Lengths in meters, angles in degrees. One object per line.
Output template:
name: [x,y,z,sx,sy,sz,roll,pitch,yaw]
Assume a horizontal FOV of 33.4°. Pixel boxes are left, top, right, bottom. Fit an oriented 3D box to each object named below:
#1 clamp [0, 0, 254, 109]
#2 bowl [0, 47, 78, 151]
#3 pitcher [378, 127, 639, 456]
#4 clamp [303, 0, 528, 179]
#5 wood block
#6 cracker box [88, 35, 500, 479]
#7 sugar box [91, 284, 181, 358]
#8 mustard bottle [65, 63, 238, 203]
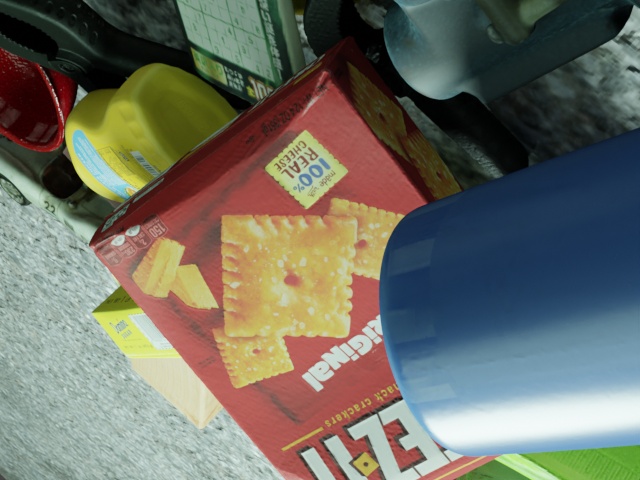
clamp: [-0.162,-0.126,0.717,0.209,0.036,0.165,25,162,-26]
bowl: [-0.243,-0.150,0.839,0.162,0.055,0.162,31,148,22]
pitcher: [0.153,0.012,0.399,0.243,0.145,0.149,-16,124,33]
clamp: [0.030,-0.087,0.561,0.120,0.039,0.171,-9,131,27]
wood block: [-0.101,0.078,0.892,0.091,0.090,0.206,39,160,9]
cracker box: [0.010,0.031,0.551,0.164,0.072,0.213,-32,103,25]
sugar box: [-0.055,0.001,0.675,0.048,0.176,0.094,52,149,-19]
mustard bottle: [-0.121,-0.061,0.715,0.096,0.058,0.192,42,158,-23]
